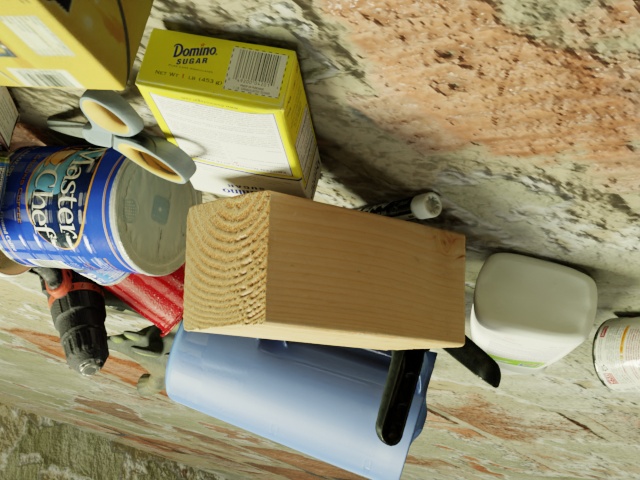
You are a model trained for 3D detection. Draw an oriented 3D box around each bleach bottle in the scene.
[{"bbox_3d":[0.176,0.081,0.974,0.102,0.068,0.251,13,164,4],"label":"bleach bottle"}]

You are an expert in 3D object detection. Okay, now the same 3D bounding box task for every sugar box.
[{"bbox_3d":[-0.054,-0.075,0.709,0.093,0.048,0.176,12,166,8],"label":"sugar box"}]

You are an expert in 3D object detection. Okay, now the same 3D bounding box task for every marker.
[{"bbox_3d":[0.048,-0.020,0.837,0.020,0.020,0.121,25,159,-31],"label":"marker"}]

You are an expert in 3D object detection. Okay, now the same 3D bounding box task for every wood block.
[{"bbox_3d":[0.008,0.028,0.787,0.205,0.091,0.090,10,166,-44],"label":"wood block"}]

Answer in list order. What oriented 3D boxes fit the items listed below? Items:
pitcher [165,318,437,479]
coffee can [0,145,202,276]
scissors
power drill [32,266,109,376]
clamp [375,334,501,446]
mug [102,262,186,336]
[{"bbox_3d":[-0.016,0.127,1.003,0.243,0.149,0.145,17,-177,7],"label":"pitcher"},{"bbox_3d":[-0.180,-0.026,0.855,0.141,0.103,0.102,2,159,32],"label":"coffee can"},{"bbox_3d":[-0.163,-0.086,0.747,0.202,0.016,0.096,23,160,39],"label":"scissors"},{"bbox_3d":[-0.260,0.017,0.963,0.057,0.184,0.187,-28,144,6],"label":"power drill"},{"bbox_3d":[0.078,0.084,0.885,0.120,0.171,0.039,-37,129,19],"label":"clamp"},{"bbox_3d":[-0.153,0.025,1.020,0.081,0.093,0.117,37,-158,-10],"label":"mug"}]
